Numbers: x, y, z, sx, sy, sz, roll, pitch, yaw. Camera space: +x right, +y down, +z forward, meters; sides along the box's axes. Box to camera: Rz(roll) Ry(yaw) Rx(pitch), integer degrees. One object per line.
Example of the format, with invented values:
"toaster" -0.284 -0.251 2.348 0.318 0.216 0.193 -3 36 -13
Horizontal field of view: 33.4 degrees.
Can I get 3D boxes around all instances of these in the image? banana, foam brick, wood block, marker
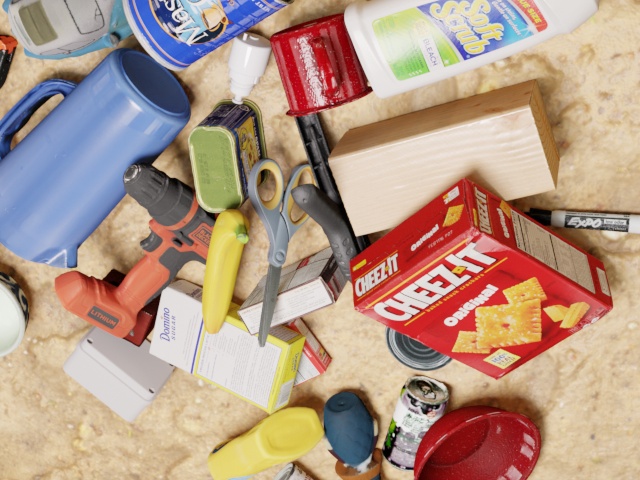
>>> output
"banana" -0.103 0.024 1.136 0.037 0.069 0.198 13 143 -5
"foam brick" -0.232 0.080 1.273 0.078 0.053 0.051 26 119 2
"wood block" 0.125 -0.082 1.068 0.206 0.090 0.091 -14 110 21
"marker" 0.270 -0.020 1.094 0.121 0.020 0.020 4 116 14

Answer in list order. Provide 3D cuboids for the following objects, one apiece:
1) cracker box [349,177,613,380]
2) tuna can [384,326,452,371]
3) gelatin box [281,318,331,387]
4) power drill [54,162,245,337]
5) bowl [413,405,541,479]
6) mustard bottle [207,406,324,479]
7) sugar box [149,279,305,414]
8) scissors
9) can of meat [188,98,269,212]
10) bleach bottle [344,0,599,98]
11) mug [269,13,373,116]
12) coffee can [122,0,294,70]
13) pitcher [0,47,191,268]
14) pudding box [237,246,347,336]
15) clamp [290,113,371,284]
"cracker box" 0.162 0.047 1.071 0.213 0.072 0.164 27 131 -32
"tuna can" 0.116 0.103 1.191 0.086 0.033 0.086 7 116 13
"gelatin box" -0.044 0.136 1.256 0.089 0.030 0.073 -29 104 29
"power drill" -0.196 0.013 1.158 0.188 0.057 0.184 -39 137 11
"bowl" 0.166 0.240 1.205 0.162 0.055 0.162 -12 126 -18
"mustard bottle" -0.082 0.255 1.282 0.192 0.096 0.058 -38 74 49
"sugar box" -0.110 0.120 1.232 0.176 0.048 0.093 25 111 25
"scissors" -0.057 0.001 1.117 0.096 0.201 0.016 33 160 -32
"can of meat" -0.098 -0.089 1.134 0.057 0.083 0.102 0 115 16
"bleach bottle" 0.156 -0.220 1.010 0.251 0.068 0.102 -18 109 21
"mug" -0.001 -0.173 1.051 0.093 0.117 0.081 -16 105 2
"coffee can" -0.109 -0.245 1.053 0.140 0.102 0.103 -26 105 25
"pitcher" -0.260 -0.101 1.160 0.149 0.145 0.243 36 117 -25
"pudding box" -0.027 0.055 1.178 0.114 0.090 0.039 -25 105 25
"clamp" 0.017 -0.033 1.120 0.036 0.164 0.210 -18 132 14
